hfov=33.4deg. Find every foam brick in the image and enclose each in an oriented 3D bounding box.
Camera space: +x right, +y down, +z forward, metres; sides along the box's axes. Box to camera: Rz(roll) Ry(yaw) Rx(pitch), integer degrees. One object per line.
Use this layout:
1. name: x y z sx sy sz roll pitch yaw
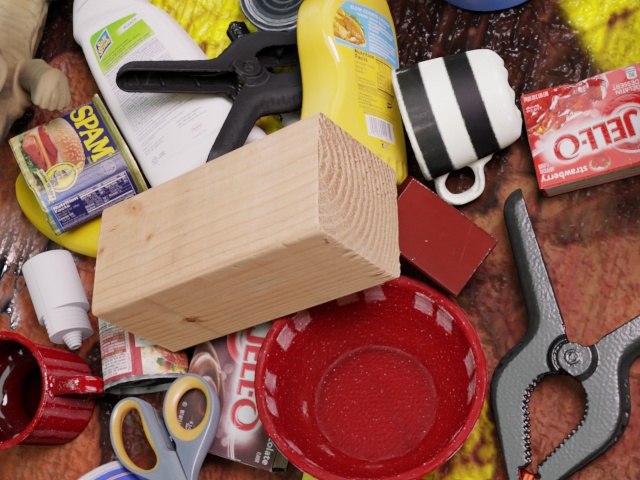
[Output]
1. foam brick: 0.079 -0.003 0.765 0.078 0.053 0.051 37 94 0

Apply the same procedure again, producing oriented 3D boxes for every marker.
1. marker: -0.045 -0.135 0.879 0.020 0.020 0.121 -36 67 11

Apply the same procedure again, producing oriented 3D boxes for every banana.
1. banana: -0.196 -0.022 0.906 0.198 0.037 0.069 28 90 25

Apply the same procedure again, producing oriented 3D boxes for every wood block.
1. wood block: -0.055 0.001 0.750 0.206 0.090 0.090 -20 55 32

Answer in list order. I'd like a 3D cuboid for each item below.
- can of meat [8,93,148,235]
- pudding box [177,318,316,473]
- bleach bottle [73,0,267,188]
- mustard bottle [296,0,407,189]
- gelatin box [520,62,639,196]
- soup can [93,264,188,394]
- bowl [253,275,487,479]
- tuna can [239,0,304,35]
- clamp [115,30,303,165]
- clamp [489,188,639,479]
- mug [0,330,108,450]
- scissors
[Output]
1. can of meat: -0.200 -0.062 0.882 0.084 0.057 0.102 -27 51 -9
2. pudding box: -0.056 0.112 0.817 0.090 0.039 0.113 12 83 24
3. bleach bottle: -0.139 -0.147 0.898 0.102 0.068 0.251 -34 65 9
4. mustard bottle: 0.022 -0.134 0.808 0.058 0.096 0.191 -14 72 40
5. gelatin box: 0.194 -0.078 0.761 0.089 0.030 0.073 -14 73 19
6. soup can: -0.142 0.066 0.847 0.069 0.068 0.102 -14 73 19
7. bowl: 0.037 0.105 0.756 0.162 0.055 0.162 -4 60 7
8. tuna can: -0.023 -0.205 0.878 0.086 0.033 0.086 -5 76 21
9. clamp: -0.056 -0.111 0.814 0.171 0.039 0.120 -23 67 -26
10. clamp: 0.167 0.073 0.734 0.165 0.036 0.210 27 88 22
11. mug: -0.225 0.122 0.861 0.117 0.081 0.093 -12 74 20
12. scissors: -0.084 0.173 0.760 0.096 0.016 0.202 -43 54 -4
